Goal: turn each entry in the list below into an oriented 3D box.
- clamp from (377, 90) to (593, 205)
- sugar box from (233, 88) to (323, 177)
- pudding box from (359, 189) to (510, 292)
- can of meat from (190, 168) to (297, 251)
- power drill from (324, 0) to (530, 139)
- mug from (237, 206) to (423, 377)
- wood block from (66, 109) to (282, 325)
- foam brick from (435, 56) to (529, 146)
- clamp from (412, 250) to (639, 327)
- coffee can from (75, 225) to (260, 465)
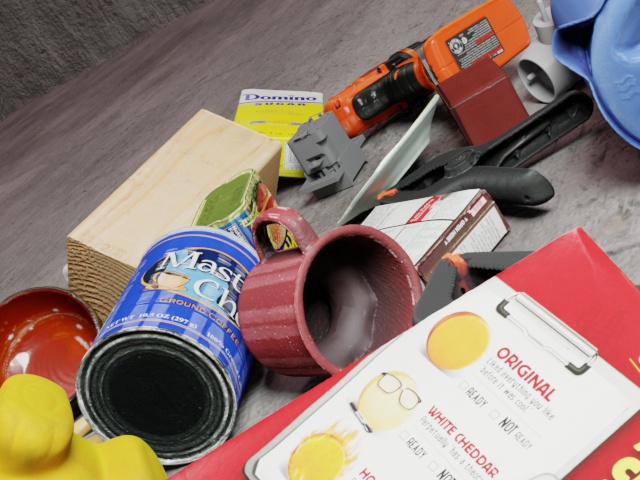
[{"bbox_3d":[0.109,-0.041,0.756,0.172,0.039,0.120,-27,15,34],"label":"clamp"},{"bbox_3d":[-0.043,-0.115,1.103,0.093,0.048,0.176,3,25,-2],"label":"sugar box"},{"bbox_3d":[0.057,0.010,0.716,0.114,0.039,0.089,-10,30,52],"label":"pudding box"},{"bbox_3d":[-0.055,0.001,0.842,0.057,0.084,0.102,-28,20,15],"label":"can of meat"},{"bbox_3d":[0.110,-0.165,0.995,0.184,0.057,0.188,-37,8,-24],"label":"power drill"},{"bbox_3d":[-0.004,0.032,0.647,0.093,0.117,0.082,-42,16,-31],"label":"mug"},{"bbox_3d":[-0.123,-0.014,0.929,0.090,0.091,0.205,24,44,14],"label":"wood block"},{"bbox_3d":[0.131,-0.107,0.858,0.051,0.053,0.078,-30,20,8],"label":"foam brick"},{"bbox_3d":[0.093,0.048,0.556,0.164,0.036,0.210,-26,16,-9],"label":"clamp"},{"bbox_3d":[-0.092,0.066,0.715,0.103,0.102,0.140,-26,20,19],"label":"coffee can"}]
